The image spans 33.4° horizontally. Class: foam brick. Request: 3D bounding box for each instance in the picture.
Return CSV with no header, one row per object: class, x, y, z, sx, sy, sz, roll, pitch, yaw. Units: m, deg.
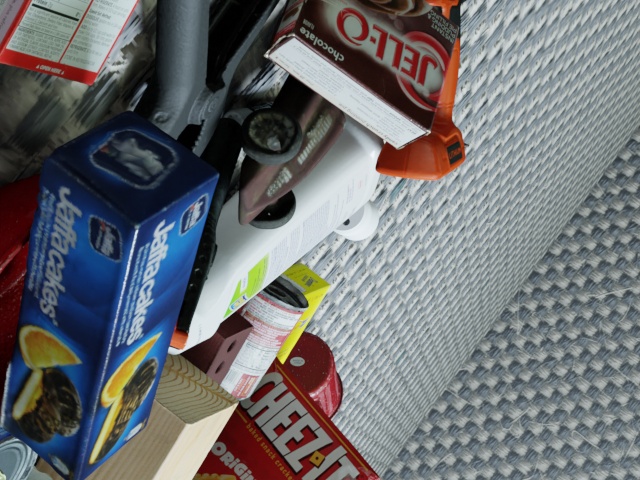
foam brick,-0.101,0.090,0.880,0.078,0.051,0.052,-60,163,18

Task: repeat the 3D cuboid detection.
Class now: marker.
marker,-0.031,-0.093,0.772,0.120,0.020,0.020,-26,148,-59

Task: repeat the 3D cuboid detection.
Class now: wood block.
wood block,-0.164,0.189,0.833,0.206,0.091,0.090,-59,164,14

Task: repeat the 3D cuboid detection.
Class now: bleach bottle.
bleach bottle,-0.055,0.001,0.816,0.250,0.068,0.103,-42,160,-29

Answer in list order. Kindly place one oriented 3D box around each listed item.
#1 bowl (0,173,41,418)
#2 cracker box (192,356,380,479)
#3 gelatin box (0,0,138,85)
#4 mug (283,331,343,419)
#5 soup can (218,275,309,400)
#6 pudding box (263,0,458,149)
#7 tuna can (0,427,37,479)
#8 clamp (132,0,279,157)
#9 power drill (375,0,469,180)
bowl,-0.157,0.019,0.576,0.162,0.055,0.162,-48,162,-21
cracker box,-0.074,0.227,0.938,0.213,0.164,0.072,-35,146,-14
gelatin box,-0.112,-0.118,0.477,0.089,0.030,0.073,-58,162,12
mug,-0.019,0.158,1.146,0.093,0.117,0.081,-21,151,-8
soup can,-0.065,0.080,0.933,0.102,0.068,0.068,-58,163,13
pudding box,0.029,-0.125,0.672,0.039,0.113,0.090,-30,-144,52
tuna can,-0.225,0.150,0.686,0.086,0.034,0.086,-48,162,-21
clamp,-0.078,-0.088,0.606,0.210,0.036,0.164,-60,172,24
power drill,0.080,-0.143,0.795,0.184,0.057,0.188,-30,128,-66
